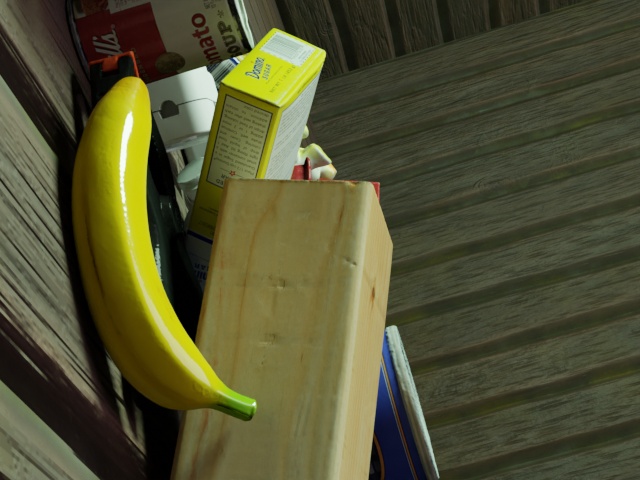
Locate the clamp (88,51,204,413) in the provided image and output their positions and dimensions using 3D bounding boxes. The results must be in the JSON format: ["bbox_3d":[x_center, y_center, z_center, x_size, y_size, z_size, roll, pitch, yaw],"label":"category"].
[{"bbox_3d":[-0.099,-0.005,0.636,0.164,0.036,0.210,50,27,-82],"label":"clamp"}]

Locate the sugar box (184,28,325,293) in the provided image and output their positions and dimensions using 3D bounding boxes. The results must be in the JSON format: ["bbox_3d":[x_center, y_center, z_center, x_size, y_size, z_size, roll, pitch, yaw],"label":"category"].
[{"bbox_3d":[-0.049,-0.041,0.703,0.093,0.048,0.176,-57,170,-53],"label":"sugar box"}]

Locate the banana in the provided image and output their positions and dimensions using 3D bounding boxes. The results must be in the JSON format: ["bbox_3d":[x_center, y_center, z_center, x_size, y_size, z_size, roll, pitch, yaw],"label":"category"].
[{"bbox_3d":[-0.094,0.005,0.543,0.069,0.037,0.198,-2,68,-53],"label":"banana"}]

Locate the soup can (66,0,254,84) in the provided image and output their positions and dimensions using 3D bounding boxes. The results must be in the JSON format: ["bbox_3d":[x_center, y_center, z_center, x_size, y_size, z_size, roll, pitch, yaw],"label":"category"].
[{"bbox_3d":[-0.100,-0.138,0.679,0.068,0.102,0.068,-16,90,-86],"label":"soup can"}]

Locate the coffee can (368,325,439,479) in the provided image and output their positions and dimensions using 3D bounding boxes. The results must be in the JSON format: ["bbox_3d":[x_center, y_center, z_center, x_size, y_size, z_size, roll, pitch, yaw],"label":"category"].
[{"bbox_3d":[-0.004,0.123,0.695,0.103,0.140,0.103,-16,90,-86],"label":"coffee can"}]

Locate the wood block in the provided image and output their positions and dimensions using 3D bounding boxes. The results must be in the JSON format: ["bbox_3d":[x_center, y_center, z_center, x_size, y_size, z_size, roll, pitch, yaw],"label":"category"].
[{"bbox_3d":[-0.018,0.078,0.597,0.091,0.090,0.206,65,30,-62],"label":"wood block"}]
